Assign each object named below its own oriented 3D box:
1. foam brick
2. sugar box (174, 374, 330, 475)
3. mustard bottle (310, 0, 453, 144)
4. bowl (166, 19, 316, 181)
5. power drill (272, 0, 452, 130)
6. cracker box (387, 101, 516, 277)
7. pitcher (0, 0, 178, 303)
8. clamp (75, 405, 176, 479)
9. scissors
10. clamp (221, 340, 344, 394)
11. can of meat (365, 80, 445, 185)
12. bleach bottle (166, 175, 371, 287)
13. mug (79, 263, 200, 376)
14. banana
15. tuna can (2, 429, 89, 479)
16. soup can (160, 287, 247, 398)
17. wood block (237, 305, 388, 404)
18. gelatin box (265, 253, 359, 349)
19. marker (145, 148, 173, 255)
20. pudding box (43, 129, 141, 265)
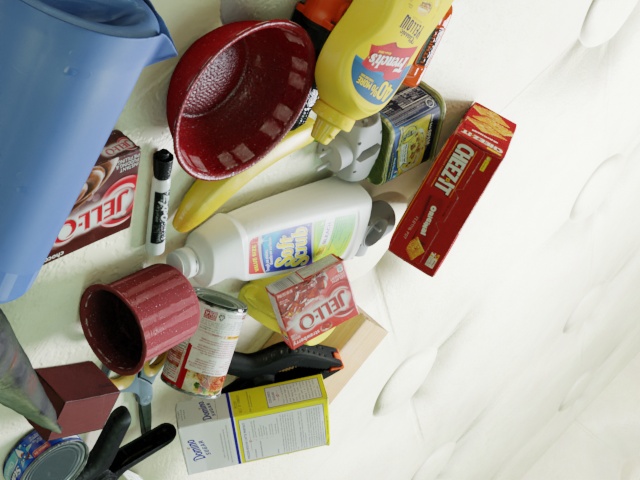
[{"bbox_3d":[-0.248,0.158,1.054,0.078,0.053,0.051,-1,125,-55],"label":"foam brick"},{"bbox_3d":[-0.078,0.216,1.254,0.176,0.048,0.093,-8,132,-5],"label":"sugar box"},{"bbox_3d":[0.047,-0.172,0.960,0.096,0.058,0.192,18,107,-56],"label":"mustard bottle"},{"bbox_3d":[-0.080,-0.133,0.937,0.162,0.055,0.162,-36,150,-25],"label":"bowl"},{"bbox_3d":[0.040,-0.190,1.042,0.187,0.057,0.185,-10,133,-51],"label":"power drill"},{"bbox_3d":[0.162,-0.068,1.286,0.164,0.072,0.213,-62,174,21],"label":"cracker box"},{"bbox_3d":[-0.222,-0.080,0.734,0.243,0.149,0.144,-60,166,25],"label":"pitcher"},{"bbox_3d":[-0.239,0.255,1.199,0.171,0.039,0.120,-47,145,10],"label":"clamp"},{"bbox_3d":[-0.208,0.172,1.172,0.096,0.016,0.202,-19,140,-42],"label":"scissors"},{"bbox_3d":[-0.077,0.165,1.265,0.209,0.036,0.165,-5,139,-19],"label":"clamp"},{"bbox_3d":[0.087,-0.119,1.204,0.083,0.057,0.102,-30,147,-31],"label":"can of meat"},{"bbox_3d":[-0.057,0.001,1.136,0.250,0.068,0.103,-19,140,-41],"label":"bleach bottle"},{"bbox_3d":[-0.177,0.076,1.033,0.081,0.093,0.117,-27,176,-46],"label":"mug"},{"bbox_3d":[-0.065,-0.075,1.052,0.197,0.037,0.070,-34,148,-28],"label":"banana"},{"bbox_3d":[-0.285,0.230,1.109,0.086,0.034,0.086,-36,150,-25],"label":"tuna can"},{"bbox_3d":[-0.124,0.108,1.138,0.068,0.069,0.102,6,104,-58],"label":"soup can"},{"bbox_3d":[-0.021,0.162,1.357,0.206,0.091,0.090,-51,153,2],"label":"wood block"},{"bbox_3d":[-0.007,0.066,1.162,0.089,0.030,0.073,-26,119,-17],"label":"gelatin box"},{"bbox_3d":[-0.150,-0.036,0.994,0.020,0.020,0.121,-28,146,-37],"label":"marker"},{"bbox_3d":[-0.206,-0.034,0.890,0.113,0.039,0.090,-26,145,-39],"label":"pudding box"}]
